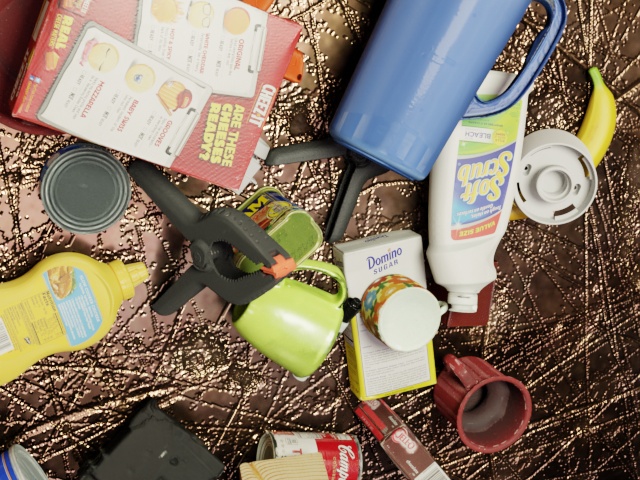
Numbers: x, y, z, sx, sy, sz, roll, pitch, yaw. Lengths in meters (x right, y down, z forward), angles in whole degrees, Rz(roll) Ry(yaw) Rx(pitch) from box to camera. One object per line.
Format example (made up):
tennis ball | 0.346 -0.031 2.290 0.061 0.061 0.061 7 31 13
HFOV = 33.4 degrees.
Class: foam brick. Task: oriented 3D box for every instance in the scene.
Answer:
foam brick | 0.159 0.052 1.192 0.053 0.051 0.078 2 105 -21

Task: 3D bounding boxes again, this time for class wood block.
wood block | -0.036 0.332 1.139 0.090 0.091 0.206 -6 131 -10

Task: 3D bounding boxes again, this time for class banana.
banana | 0.278 -0.095 1.202 0.069 0.037 0.198 32 92 -3

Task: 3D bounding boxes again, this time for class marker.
marker | 0.007 0.105 1.146 0.020 0.020 0.121 22 121 -24

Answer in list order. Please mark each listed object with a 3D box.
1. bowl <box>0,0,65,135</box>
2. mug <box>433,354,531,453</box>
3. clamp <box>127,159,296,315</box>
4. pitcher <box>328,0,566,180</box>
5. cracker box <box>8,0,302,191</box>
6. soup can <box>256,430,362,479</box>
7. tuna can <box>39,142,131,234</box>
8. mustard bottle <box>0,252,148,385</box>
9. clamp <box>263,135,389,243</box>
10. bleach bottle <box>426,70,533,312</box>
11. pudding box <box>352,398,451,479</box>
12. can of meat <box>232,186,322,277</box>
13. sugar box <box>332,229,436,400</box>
bowl | -0.252 -0.180 0.976 0.162 0.055 0.162 -5 107 -18
mug | 0.174 0.175 1.216 0.093 0.082 0.117 -41 115 -4
clamp | -0.107 0.019 1.022 0.036 0.210 0.164 -26 123 -42
pitcher | 0.117 -0.180 1.036 0.144 0.149 0.243 22 97 -53
cracker box | -0.147 -0.157 0.949 0.213 0.072 0.164 18 102 -24
soup can | -0.013 0.246 1.179 0.102 0.069 0.068 6 103 -20
tuna can | -0.229 -0.051 1.034 0.086 0.034 0.086 -5 107 -18
mustard bottle | -0.258 0.065 1.037 0.191 0.058 0.096 -23 104 -20
clamp | 0.037 -0.080 1.117 0.171 0.039 0.120 -32 115 -8
bleach bottle | 0.165 -0.050 1.125 0.102 0.068 0.251 3 91 -16
pudding box | 0.093 0.232 1.201 0.039 0.090 0.113 -39 115 -4
can of meat | -0.057 0.001 1.078 0.102 0.084 0.057 -42 120 -8
sugar box | 0.071 0.082 1.174 0.093 0.048 0.176 -12 105 -16
